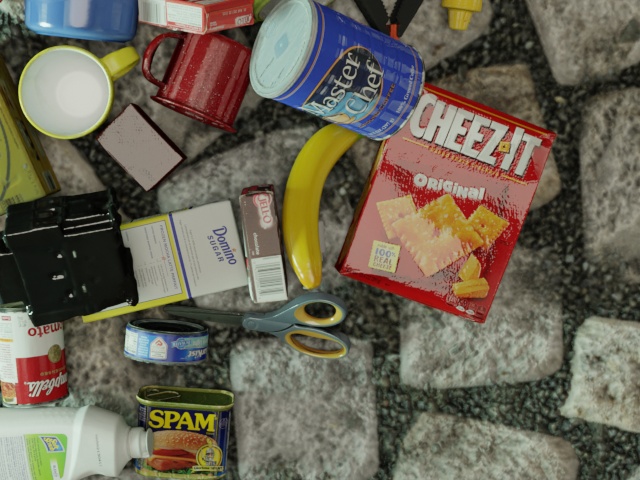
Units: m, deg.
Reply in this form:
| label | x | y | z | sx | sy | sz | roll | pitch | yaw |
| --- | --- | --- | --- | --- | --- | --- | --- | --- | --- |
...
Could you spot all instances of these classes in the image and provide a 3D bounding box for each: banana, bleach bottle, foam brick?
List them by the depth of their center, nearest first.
| label | x | y | z | sx | sy | sz | roll | pitch | yaw |
| --- | --- | --- | --- | --- | --- | --- | --- | --- | --- |
| banana | -0.003 | -0.048 | 1.086 | 0.070 | 0.037 | 0.197 | 17 | 69 | 11 |
| bleach bottle | -0.295 | 0.220 | 1.090 | 0.251 | 0.068 | 0.102 | -4 | 111 | 5 |
| foam brick | -0.183 | -0.095 | 1.091 | 0.053 | 0.051 | 0.078 | -42 | 97 | 2 |

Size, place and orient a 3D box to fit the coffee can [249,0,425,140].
| label | x | y | z | sx | sy | sz | roll | pitch | yaw |
| --- | --- | --- | --- | --- | --- | --- | --- | --- | --- |
| coffee can | 0.017 | -0.167 | 1.043 | 0.140 | 0.103 | 0.103 | 18 | 96 | -33 |

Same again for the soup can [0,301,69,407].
| label | x | y | z | sx | sy | sz | roll | pitch | yaw |
| --- | --- | --- | --- | --- | --- | --- | --- | --- | --- |
| soup can | -0.297 | 0.114 | 1.099 | 0.068 | 0.068 | 0.102 | -4 | 97 | -3 |

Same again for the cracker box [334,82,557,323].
| label | x | y | z | sx | sy | sz | roll | pitch | yaw |
| --- | --- | --- | --- | --- | --- | --- | --- | --- | --- |
| cracker box | 0.128 | -0.040 | 1.106 | 0.164 | 0.072 | 0.214 | 20 | 94 | -6 |

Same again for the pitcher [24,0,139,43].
| label | x | y | z | sx | sy | sz | roll | pitch | yaw |
| --- | --- | --- | --- | --- | --- | --- | --- | --- | --- |
| pitcher | -0.213 | -0.317 | 1.034 | 0.149 | 0.145 | 0.243 | 8 | 100 | 9 |

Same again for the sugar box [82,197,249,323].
| label | x | y | z | sx | sy | sz | roll | pitch | yaw |
| --- | --- | --- | --- | --- | --- | --- | --- | --- | --- |
| sugar box | -0.169 | 0.020 | 1.109 | 0.176 | 0.048 | 0.093 | -13 | 97 | -5 |

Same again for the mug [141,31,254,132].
| label | x | y | z | sx | sy | sz | roll | pitch | yaw |
| --- | --- | --- | --- | --- | --- | --- | --- | --- | --- |
| mug | -0.123 | -0.167 | 1.064 | 0.117 | 0.093 | 0.081 | 22 | 90 | -30 |

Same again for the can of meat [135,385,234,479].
| label | x | y | z | sx | sy | sz | roll | pitch | yaw |
| --- | --- | --- | --- | --- | --- | --- | --- | --- | --- |
| can of meat | -0.145 | 0.203 | 1.125 | 0.102 | 0.057 | 0.084 | 5 | 99 | -4 |

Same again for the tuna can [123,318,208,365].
| label | x | y | z | sx | sy | sz | roll | pitch | yaw |
| --- | --- | --- | --- | --- | --- | --- | --- | --- | --- |
| tuna can | -0.158 | 0.104 | 1.098 | 0.086 | 0.086 | 0.034 | 5 | 94 | -4 |

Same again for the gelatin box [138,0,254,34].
| label | x | y | z | sx | sy | sz | roll | pitch | yaw |
| --- | --- | --- | --- | --- | --- | --- | --- | --- | --- |
| gelatin box | -0.120 | -0.222 | 1.032 | 0.089 | 0.073 | 0.030 | 17 | 116 | 32 |

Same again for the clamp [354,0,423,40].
| label | x | y | z | sx | sy | sz | roll | pitch | yaw |
| --- | --- | --- | --- | --- | --- | --- | --- | --- | --- |
| clamp | 0.060 | -0.310 | 1.086 | 0.164 | 0.036 | 0.210 | 4 | 98 | -13 |

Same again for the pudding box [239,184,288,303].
| label | x | y | z | sx | sy | sz | roll | pitch | yaw |
| --- | --- | --- | --- | --- | --- | --- | --- | --- | --- |
| pudding box | -0.057 | 0.001 | 1.090 | 0.039 | 0.090 | 0.113 | -6 | 98 | 0 |

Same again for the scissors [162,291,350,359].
| label | x | y | z | sx | sy | sz | roll | pitch | yaw |
| --- | --- | --- | --- | --- | --- | --- | --- | --- | --- |
| scissors | -0.059 | 0.073 | 1.117 | 0.201 | 0.016 | 0.096 | 19 | 129 | -6 |
